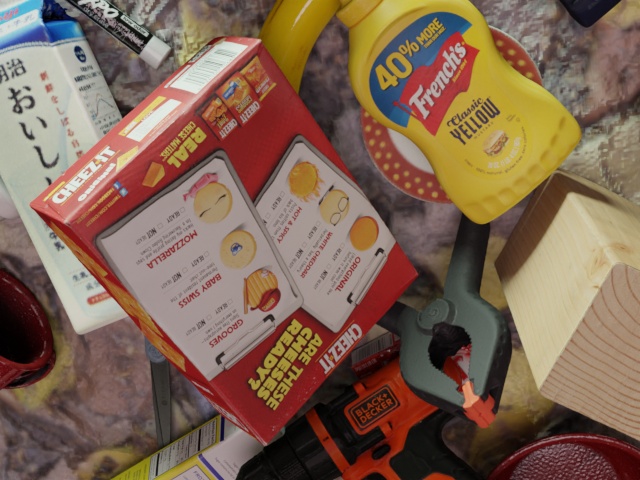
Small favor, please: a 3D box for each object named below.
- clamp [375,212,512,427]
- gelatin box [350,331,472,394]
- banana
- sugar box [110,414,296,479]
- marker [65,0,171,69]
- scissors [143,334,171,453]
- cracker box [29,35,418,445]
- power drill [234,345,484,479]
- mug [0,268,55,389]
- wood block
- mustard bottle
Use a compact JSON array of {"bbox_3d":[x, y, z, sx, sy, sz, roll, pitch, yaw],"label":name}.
[{"bbox_3d":[0.091,0.050,0.732,0.120,0.171,0.039,-43,130,10],"label":"clamp"},{"bbox_3d":[0.078,0.099,0.809,0.089,0.030,0.073,-29,106,12],"label":"gelatin box"},{"bbox_3d":[0.005,-0.156,0.723,0.069,0.037,0.198,22,112,-28],"label":"banana"},{"bbox_3d":[-0.087,0.197,0.839,0.176,0.048,0.093,-32,116,10],"label":"sugar box"},{"bbox_3d":[-0.157,-0.162,0.734,0.121,0.020,0.020,36,107,-9],"label":"marker"},{"bbox_3d":[-0.142,0.071,0.817,0.096,0.016,0.202,15,109,-1],"label":"scissors"},{"bbox_3d":[-0.055,0.001,0.694,0.164,0.072,0.213,-46,123,-16],"label":"cracker box"},{"bbox_3d":[0.055,0.189,0.746,0.184,0.057,0.188,-34,78,0],"label":"power drill"},{"bbox_3d":[-0.252,0.081,0.795,0.082,0.093,0.117,-36,141,18],"label":"mug"},{"bbox_3d":[0.183,0.033,0.689,0.090,0.206,0.091,25,108,-7],"label":"wood block"},{"bbox_3d":[0.075,-0.107,0.698,0.096,0.058,0.191,-42,104,14],"label":"mustard bottle"}]
